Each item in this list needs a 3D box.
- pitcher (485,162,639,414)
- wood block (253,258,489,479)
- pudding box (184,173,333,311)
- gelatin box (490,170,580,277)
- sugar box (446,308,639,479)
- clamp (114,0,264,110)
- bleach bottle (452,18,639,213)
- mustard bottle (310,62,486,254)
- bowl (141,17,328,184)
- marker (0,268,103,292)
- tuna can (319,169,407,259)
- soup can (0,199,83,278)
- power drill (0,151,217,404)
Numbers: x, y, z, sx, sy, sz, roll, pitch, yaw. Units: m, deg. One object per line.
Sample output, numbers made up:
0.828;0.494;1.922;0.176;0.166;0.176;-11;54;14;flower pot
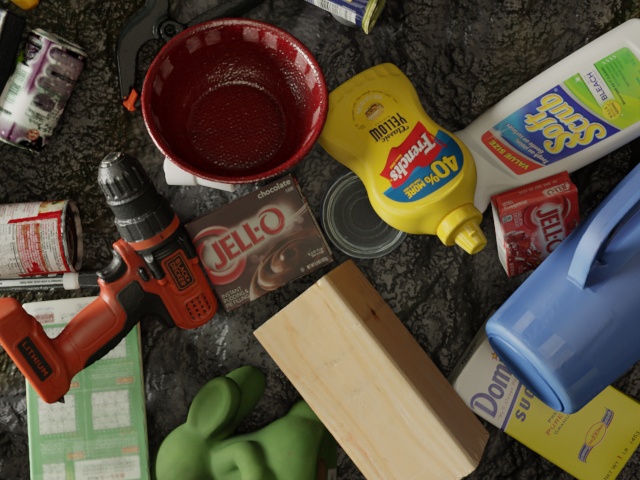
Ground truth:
0.260;0.028;0.919;0.242;0.145;0.149;-42;98;-7;pitcher
0.048;0.129;0.952;0.090;0.090;0.206;-39;87;19;wood block
-0.056;0.001;0.987;0.113;0.039;0.090;-26;94;2;pudding box
0.197;-0.013;0.969;0.073;0.030;0.089;-17;135;0;gelatin box
0.213;0.150;0.999;0.176;0.048;0.093;32;94;-4;sugar box
-0.141;-0.202;0.968;0.120;0.039;0.171;39;93;-5;clamp
0.204;-0.093;0.971;0.251;0.068;0.102;-34;94;5;bleach bottle
0.080;-0.063;0.933;0.096;0.058;0.192;-33;67;-10;mustard bottle
-0.074;-0.113;0.941;0.162;0.055;0.162;1;69;-3;bowl
-0.255;0.038;0.993;0.121;0.020;0.020;-3;95;5;marker
0.042;-0.025;0.988;0.086;0.034;0.086;0;95;0;tuna can
-0.274;0.000;0.971;0.102;0.068;0.068;-5;95;0;soup can
-0.197;0.038;0.931;0.187;0.057;0.184;-34;119;-16;power drill
